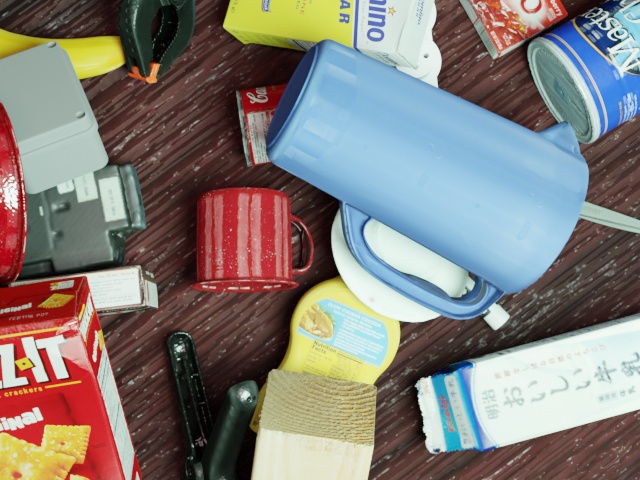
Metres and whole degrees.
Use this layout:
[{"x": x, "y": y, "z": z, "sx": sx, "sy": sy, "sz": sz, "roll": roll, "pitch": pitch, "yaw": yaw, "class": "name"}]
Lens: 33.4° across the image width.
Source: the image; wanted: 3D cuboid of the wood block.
[{"x": -0.015, "y": 0.220, "z": 0.868, "sx": 0.090, "sy": 0.090, "sz": 0.206, "roll": 9, "pitch": 114, "yaw": 0, "class": "wood block"}]

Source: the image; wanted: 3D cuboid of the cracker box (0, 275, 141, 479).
[{"x": -0.249, "y": 0.146, "z": 0.873, "sx": 0.164, "sy": 0.072, "sz": 0.214, "roll": -9, "pitch": 119, "yaw": -1, "class": "cracker box"}]

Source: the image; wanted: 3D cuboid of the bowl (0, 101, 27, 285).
[{"x": -0.287, "y": -0.040, "z": 0.853, "sx": 0.055, "sy": 0.162, "sz": 0.162, "roll": -9, "pitch": 86, "yaw": -32, "class": "bowl"}]

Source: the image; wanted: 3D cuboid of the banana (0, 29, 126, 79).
[{"x": -0.266, "y": -0.179, "z": 0.956, "sx": 0.198, "sy": 0.037, "sz": 0.069, "roll": 19, "pitch": 87, "yaw": 0, "class": "banana"}]

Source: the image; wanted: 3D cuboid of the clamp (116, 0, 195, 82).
[{"x": -0.129, "y": -0.225, "z": 0.944, "sx": 0.120, "sy": 0.039, "sz": 0.171, "roll": -5, "pitch": 114, "yaw": -42, "class": "clamp"}]

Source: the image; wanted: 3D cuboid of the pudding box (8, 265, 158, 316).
[{"x": -0.201, "y": 0.048, "z": 0.917, "sx": 0.113, "sy": 0.090, "sz": 0.039, "roll": -9, "pitch": 86, "yaw": -2, "class": "pudding box"}]

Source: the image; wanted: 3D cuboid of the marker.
[{"x": 0.121, "y": 0.030, "z": 0.958, "sx": 0.020, "sy": 0.020, "sz": 0.121, "roll": -43, "pitch": 88, "yaw": -3, "class": "marker"}]

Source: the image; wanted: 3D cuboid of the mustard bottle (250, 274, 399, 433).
[{"x": 0.016, "y": 0.093, "z": 0.933, "sx": 0.096, "sy": 0.058, "sz": 0.191, "roll": 23, "pitch": 87, "yaw": -1, "class": "mustard bottle"}]

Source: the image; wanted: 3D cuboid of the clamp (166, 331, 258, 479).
[{"x": -0.089, "y": 0.189, "z": 0.893, "sx": 0.036, "sy": 0.165, "sz": 0.210, "roll": -5, "pitch": 95, "yaw": -25, "class": "clamp"}]

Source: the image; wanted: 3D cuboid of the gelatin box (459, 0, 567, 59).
[{"x": 0.169, "y": -0.222, "z": 0.968, "sx": 0.073, "sy": 0.030, "sz": 0.089, "roll": -29, "pitch": 88, "yaw": -3, "class": "gelatin box"}]

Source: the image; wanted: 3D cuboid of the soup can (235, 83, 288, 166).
[{"x": -0.019, "y": -0.105, "z": 0.940, "sx": 0.102, "sy": 0.068, "sz": 0.068, "roll": -8, "pitch": 87, "yaw": -2, "class": "soup can"}]

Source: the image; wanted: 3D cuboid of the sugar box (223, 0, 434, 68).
[{"x": 0.009, "y": -0.209, "z": 0.922, "sx": 0.176, "sy": 0.048, "sz": 0.093, "roll": 13, "pitch": 86, "yaw": 30, "class": "sugar box"}]

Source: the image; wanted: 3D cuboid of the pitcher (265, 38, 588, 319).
[{"x": 0.078, "y": -0.054, "z": 0.866, "sx": 0.242, "sy": 0.145, "sz": 0.149, "roll": 25, "pitch": 51, "yaw": -13, "class": "pitcher"}]

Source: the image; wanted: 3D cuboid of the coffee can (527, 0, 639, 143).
[{"x": 0.267, "y": -0.163, "z": 0.930, "sx": 0.140, "sy": 0.103, "sz": 0.103, "roll": -30, "pitch": 88, "yaw": -3, "class": "coffee can"}]

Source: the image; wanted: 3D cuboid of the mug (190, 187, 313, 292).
[{"x": -0.056, "y": 0.001, "z": 0.930, "sx": 0.117, "sy": 0.093, "sz": 0.081, "roll": 4, "pitch": 80, "yaw": -32, "class": "mug"}]
